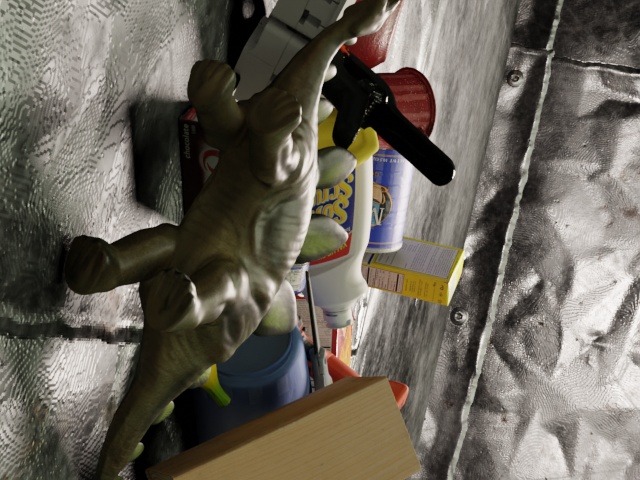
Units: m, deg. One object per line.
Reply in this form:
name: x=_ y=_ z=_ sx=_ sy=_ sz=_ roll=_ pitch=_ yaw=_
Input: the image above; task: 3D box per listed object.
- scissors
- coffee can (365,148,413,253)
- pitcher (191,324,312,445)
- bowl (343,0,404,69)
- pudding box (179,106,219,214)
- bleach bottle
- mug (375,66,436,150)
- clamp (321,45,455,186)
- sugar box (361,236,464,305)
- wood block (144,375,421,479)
scissors: x=-0.002 y=0.130 z=1.002 sx=0.202 sy=0.016 sz=0.096 roll=80 pitch=9 yaw=-45
coffee can: x=0.065 y=-0.066 z=1.384 sx=0.102 sy=0.103 sz=0.140 roll=-41 pitch=141 yaw=-67
pitcher: x=-0.066 y=0.174 z=1.067 sx=0.144 sy=0.149 sz=0.243 roll=-45 pitch=145 yaw=-37
bowl: x=0.057 y=-0.244 z=1.150 sx=0.162 sy=0.055 sz=0.162 roll=21 pitch=87 yaw=-88
pudding box: x=-0.068 y=-0.054 z=0.894 sx=0.039 sy=0.090 sz=0.113 roll=-61 pitch=158 yaw=-52
bleach bottle: x=0.015 y=-0.031 z=1.111 sx=0.068 sy=0.102 sz=0.251 roll=-70 pitch=154 yaw=-74
mug: x=0.071 y=-0.132 z=1.150 sx=0.081 sy=0.117 sz=0.093 roll=-8 pitch=139 yaw=-35
clamp: x=0.047 y=-0.108 z=0.898 sx=0.039 sy=0.120 sz=0.171 roll=-48 pitch=-146 yaw=24
sugar box: x=0.099 y=0.031 z=1.451 sx=0.093 sy=0.176 sz=0.048 roll=-55 pitch=152 yaw=-56
wood block: x=-0.031 y=0.197 z=0.916 sx=0.090 sy=0.205 sz=0.091 roll=-17 pitch=-86 yaw=65
